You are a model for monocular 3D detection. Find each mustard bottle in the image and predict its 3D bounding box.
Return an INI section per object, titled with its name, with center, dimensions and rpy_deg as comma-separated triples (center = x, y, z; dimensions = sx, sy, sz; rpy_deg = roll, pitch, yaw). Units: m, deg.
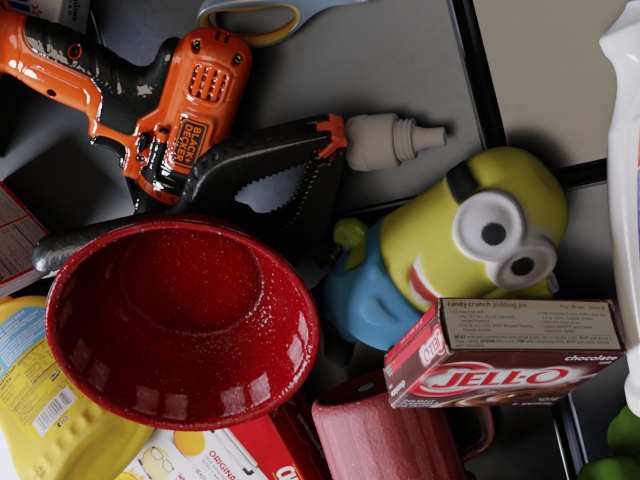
[mustard bottle]
center = -0.196, 0.093, 0.740
dimensions = 0.096, 0.058, 0.192
rpy_deg = -48, 51, -5

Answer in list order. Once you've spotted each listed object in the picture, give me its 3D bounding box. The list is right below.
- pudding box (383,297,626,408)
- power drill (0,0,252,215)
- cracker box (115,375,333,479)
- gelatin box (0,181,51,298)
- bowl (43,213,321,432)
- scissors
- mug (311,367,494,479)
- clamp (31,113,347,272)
[pudding box]
center = 0.104, 0.066, 0.620
dimensions = 0.090, 0.113, 0.039
rpy_deg = 123, 143, -58
[power drill]
center = -0.152, -0.071, 0.684
dimensions = 0.187, 0.057, 0.185
rpy_deg = 17, 118, -10
[cracker box]
center = -0.084, 0.196, 0.754
dimensions = 0.214, 0.072, 0.164
rpy_deg = -26, 95, 23
[gelatin box]
center = -0.229, 0.002, 0.739
dimensions = 0.073, 0.089, 0.030
rpy_deg = 46, 114, 2
[bowl]
center = -0.080, 0.040, 0.644
dimensions = 0.162, 0.055, 0.162
rpy_deg = 0, 125, 0
[scissors]
center = 0.009, -0.165, 0.630
dimensions = 0.202, 0.016, 0.096
rpy_deg = -12, 131, 23
[mug]
center = 0.055, 0.126, 0.683
dimensions = 0.117, 0.093, 0.081
rpy_deg = -19, 94, -6
[clamp]
center = -0.054, 0.001, 0.677
dimensions = 0.210, 0.036, 0.164
rpy_deg = -34, 125, 21
